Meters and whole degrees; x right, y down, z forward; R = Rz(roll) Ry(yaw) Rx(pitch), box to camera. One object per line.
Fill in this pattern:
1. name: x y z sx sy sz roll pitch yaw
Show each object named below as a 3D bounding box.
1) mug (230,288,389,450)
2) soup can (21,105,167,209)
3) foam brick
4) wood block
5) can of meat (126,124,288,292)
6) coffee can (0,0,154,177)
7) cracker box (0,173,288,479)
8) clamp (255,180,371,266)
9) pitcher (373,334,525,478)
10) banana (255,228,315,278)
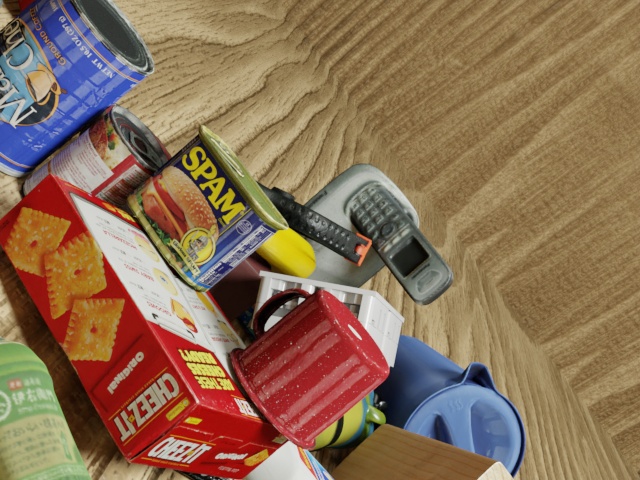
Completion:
1. mug: -0.009 0.082 0.779 0.093 0.081 0.117 41 12 -47
2. soup can: -0.183 -0.052 0.868 0.068 0.102 0.068 49 14 -17
3. foam brick: -0.090 0.040 1.013 0.051 0.078 0.053 47 15 -21
4. wood block: 0.095 0.233 0.926 0.091 0.090 0.206 53 -18 -13
5. can of meat: -0.089 -0.023 0.827 0.102 0.084 0.057 53 8 21
6. coffee can: -0.220 -0.132 0.860 0.102 0.140 0.103 50 14 -17
7. cracker box: -0.126 0.067 0.779 0.214 0.072 0.164 53 9 27
8. clamp: -0.049 -0.035 1.040 0.210 0.036 0.164 27 -1 3
9. pitcher: 0.111 0.194 1.159 0.145 0.149 0.243 58 -5 -15
10. banana: -0.039 0.009 1.017 0.070 0.037 0.197 22 -6 9
